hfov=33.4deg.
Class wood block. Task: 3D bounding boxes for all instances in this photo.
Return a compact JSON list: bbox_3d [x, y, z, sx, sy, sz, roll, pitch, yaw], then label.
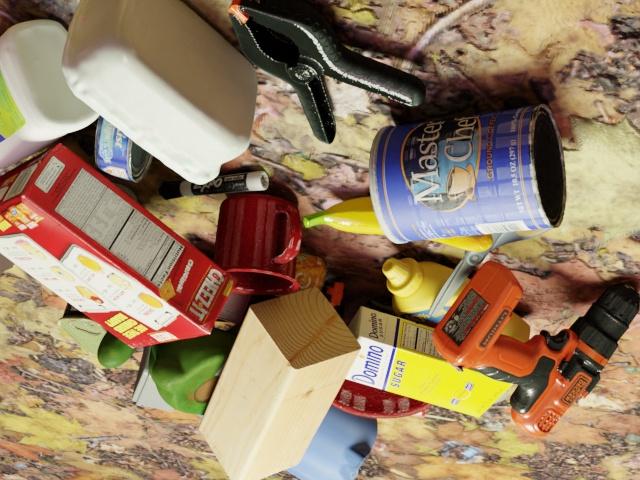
[{"bbox_3d":[-0.047,0.158,1.133,0.090,0.090,0.206,-13,143,-37],"label":"wood block"}]

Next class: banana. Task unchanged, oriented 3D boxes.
[{"bbox_3d":[0.082,-0.015,1.001,0.198,0.069,0.037,5,122,35],"label":"banana"}]

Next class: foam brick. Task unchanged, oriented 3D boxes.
[{"bbox_3d":[-0.117,0.053,1.184,0.078,0.053,0.051,20,-169,-12],"label":"foam brick"}]

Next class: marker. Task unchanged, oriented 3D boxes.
[{"bbox_3d":[-0.108,-0.054,1.059,0.121,0.020,0.020,-4,145,25],"label":"marker"}]

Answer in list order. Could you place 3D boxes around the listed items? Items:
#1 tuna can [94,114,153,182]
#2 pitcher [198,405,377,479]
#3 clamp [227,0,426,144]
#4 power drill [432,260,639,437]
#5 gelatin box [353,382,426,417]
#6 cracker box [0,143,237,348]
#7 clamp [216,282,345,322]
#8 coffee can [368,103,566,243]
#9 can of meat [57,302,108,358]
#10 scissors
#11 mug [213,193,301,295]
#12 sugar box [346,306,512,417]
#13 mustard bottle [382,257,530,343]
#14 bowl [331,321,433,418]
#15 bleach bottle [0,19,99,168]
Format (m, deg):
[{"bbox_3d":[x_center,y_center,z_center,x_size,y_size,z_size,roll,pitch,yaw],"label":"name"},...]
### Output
[{"bbox_3d":[-0.171,-0.097,0.950,0.034,0.086,0.086,12,149,5],"label":"tuna can"},{"bbox_3d":[-0.058,0.222,1.399,0.242,0.145,0.149,34,131,-26],"label":"pitcher"},{"bbox_3d":[-0.012,-0.140,0.868,0.171,0.039,0.120,34,139,-21],"label":"clamp"},{"bbox_3d":[0.215,0.093,1.052,0.187,0.184,0.057,31,-173,-33],"label":"power drill"},{"bbox_3d":[0.089,0.172,1.302,0.089,0.073,0.030,7,151,7],"label":"gelatin box"},{"bbox_3d":[-0.208,0.010,1.005,0.213,0.072,0.164,39,151,-23],"label":"cracker box"},{"bbox_3d":[-0.046,0.086,1.246,0.164,0.036,0.210,23,151,-19],"label":"clamp"},{"bbox_3d":[0.124,-0.054,0.896,0.140,0.102,0.102,-6,145,27],"label":"coffee can"},{"bbox_3d":[-0.258,0.083,1.272,0.058,0.084,0.102,-2,146,22],"label":"can of meat"},{"bbox_3d":[0.169,0.010,1.025,0.096,0.016,0.202,5,135,-4],"label":"scissors"},{"bbox_3d":[-0.057,0.001,1.052,0.093,0.081,0.117,15,160,-31],"label":"mug"},{"bbox_3d":[0.108,0.132,1.139,0.176,0.048,0.093,15,143,-9],"label":"sugar box"},{"bbox_3d":[0.134,0.072,1.139,0.096,0.058,0.191,-15,139,44],"label":"mustard bottle"},{"bbox_3d":[0.068,0.136,1.228,0.162,0.055,0.162,4,135,4],"label":"bowl"},{"bbox_3d":[-0.298,-0.105,0.975,0.251,0.067,0.102,-25,88,47],"label":"bleach bottle"}]
